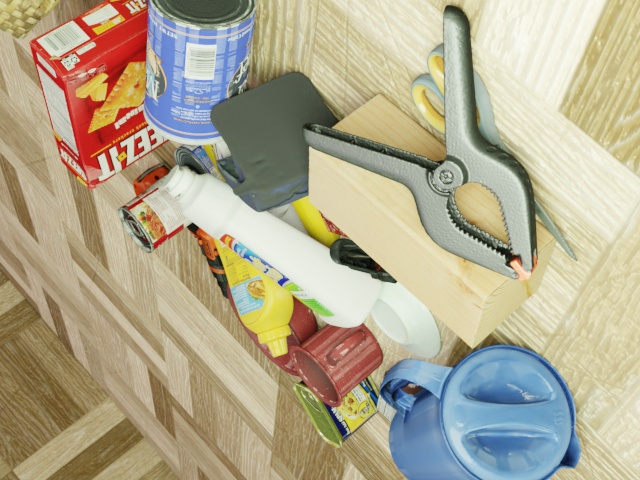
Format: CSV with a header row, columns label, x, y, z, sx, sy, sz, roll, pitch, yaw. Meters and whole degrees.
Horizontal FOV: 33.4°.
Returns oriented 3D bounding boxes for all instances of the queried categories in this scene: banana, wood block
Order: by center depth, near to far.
label,x,y,z,sx,sy,sz,roll,pitch,yaw
wood block,0.091,-0.020,0.925,0.206,0.090,0.091,42,156,23
banana,-0.026,-0.060,1.157,0.070,0.037,0.197,15,137,61

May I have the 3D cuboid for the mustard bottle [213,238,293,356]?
label,x,y,z,sx,sy,sz,roll,pitch,yaw
mustard bottle,-0.078,0.049,1.314,0.096,0.058,0.191,-24,82,53

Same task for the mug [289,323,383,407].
label,x,y,z,sx,sy,sz,roll,pitch,yaw
mug,0.024,0.139,1.297,0.093,0.081,0.117,48,157,12

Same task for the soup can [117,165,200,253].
label,x,y,z,sx,sy,sz,roll,pitch,yaw
soup can,-0.192,-0.040,1.331,0.069,0.102,0.068,42,155,24

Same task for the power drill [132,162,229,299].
label,x,y,z,sx,sy,sz,roll,pitch,yaw
power drill,-0.175,-0.015,1.493,0.188,0.057,0.184,31,146,36

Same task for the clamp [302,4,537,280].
label,x,y,z,sx,sy,sz,roll,pitch,yaw
clamp,0.105,-0.063,0.821,0.210,0.036,0.165,47,120,2

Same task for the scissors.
label,x,y,z,sx,sy,sz,roll,pitch,yaw
scissors,0.134,-0.067,0.867,0.201,0.016,0.096,59,158,-14

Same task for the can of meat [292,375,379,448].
label,x,y,z,sx,sy,sz,roll,pitch,yaw
can of meat,0.025,0.203,1.386,0.058,0.083,0.102,13,136,58

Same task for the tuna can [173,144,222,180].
label,x,y,z,sx,sy,sz,roll,pitch,yaw
tuna can,-0.146,-0.089,1.354,0.086,0.033,0.086,42,155,24

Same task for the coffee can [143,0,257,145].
label,x,y,z,sx,sy,sz,roll,pitch,yaw
coffee can,-0.119,-0.179,1.042,0.103,0.102,0.140,41,141,27

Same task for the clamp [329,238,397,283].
label,x,y,z,sx,sy,sz,roll,pitch,yaw
clamp,0.075,0.025,1.038,0.120,0.039,0.171,18,-179,7

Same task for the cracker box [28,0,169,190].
label,x,y,z,sx,sy,sz,roll,pitch,yaw
cracker box,-0.227,-0.174,1.215,0.072,0.164,0.214,46,157,22

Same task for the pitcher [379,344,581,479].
label,x,y,z,sx,sy,sz,roll,pitch,yaw
pitcher,0.141,0.186,1.082,0.243,0.144,0.149,127,125,-70

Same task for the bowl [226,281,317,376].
label,x,y,z,sx,sy,sz,roll,pitch,yaw
bowl,-0.054,0.102,1.429,0.162,0.055,0.162,42,155,24

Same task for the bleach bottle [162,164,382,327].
label,x,y,z,sx,sy,sz,roll,pitch,yaw
bleach bottle,-0.057,0.001,1.123,0.250,0.068,0.103,34,168,-20
